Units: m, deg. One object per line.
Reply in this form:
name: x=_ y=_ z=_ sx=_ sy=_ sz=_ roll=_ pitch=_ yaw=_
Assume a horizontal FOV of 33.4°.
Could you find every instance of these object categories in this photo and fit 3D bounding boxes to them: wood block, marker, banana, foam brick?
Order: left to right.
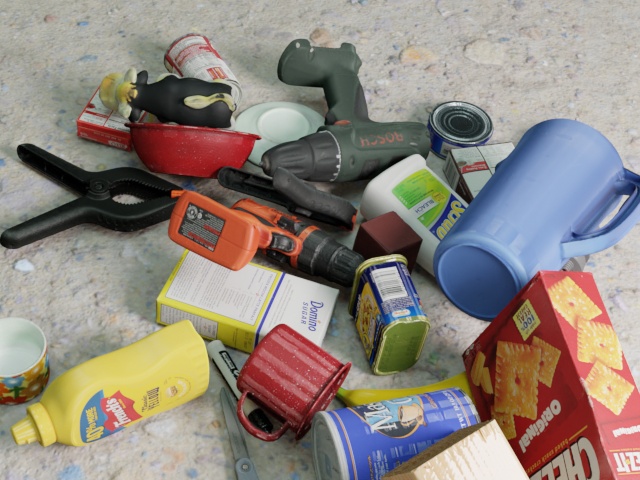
marker: x=-0.082 y=0.151 z=1.083 sx=0.020 sy=0.020 sz=0.121 roll=-20 pitch=54 yaw=-23
foam brick: x=0.070 y=0.016 z=1.182 sx=0.051 sy=0.078 sz=0.053 roll=-22 pitch=55 yaw=-32
banana: x=0.111 y=0.155 z=1.093 sx=0.197 sy=0.037 sz=0.069 roll=-6 pitch=49 yaw=-12
wood block: x=0.149 y=0.266 z=0.899 sx=0.090 sy=0.090 sz=0.206 roll=-27 pitch=83 yaw=-19

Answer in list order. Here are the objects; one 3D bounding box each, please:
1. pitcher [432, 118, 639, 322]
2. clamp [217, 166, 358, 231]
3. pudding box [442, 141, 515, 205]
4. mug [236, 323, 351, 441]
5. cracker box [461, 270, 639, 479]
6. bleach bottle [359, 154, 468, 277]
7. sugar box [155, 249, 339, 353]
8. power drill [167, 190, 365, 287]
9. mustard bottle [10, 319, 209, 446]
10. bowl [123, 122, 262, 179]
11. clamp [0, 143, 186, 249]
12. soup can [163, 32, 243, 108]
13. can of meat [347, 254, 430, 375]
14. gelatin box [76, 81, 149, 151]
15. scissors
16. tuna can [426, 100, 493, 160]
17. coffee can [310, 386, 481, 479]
pitcher: x=0.229 y=-0.019 z=1.129 sx=0.145 sy=0.149 sz=0.242 roll=45 pitch=48 yaw=1
clamp: x=-0.032 y=-0.050 z=1.213 sx=0.120 sy=0.171 sz=0.039 roll=16 pitch=82 yaw=44
pudding box: x=0.212 y=-0.068 z=1.307 sx=0.090 sy=0.039 sz=0.113 roll=-7 pitch=51 yaw=-14
mug: x=-0.035 y=0.143 z=1.042 sx=0.081 sy=0.093 sz=0.117 roll=34 pitch=62 yaw=11
cracker box: x=0.218 y=0.159 z=0.992 sx=0.072 sy=0.164 sz=0.214 roll=3 pitch=54 yaw=-24
bleach bottle: x=0.164 y=0.009 z=1.216 sx=0.102 sy=0.068 sz=0.251 roll=-31 pitch=61 yaw=-33
sugar box: x=-0.077 y=0.071 z=1.141 sx=0.176 sy=0.048 sz=0.093 roll=19 pitch=48 yaw=5
power drill: x=-0.057 y=0.001 z=1.132 sx=0.185 sy=0.057 sz=0.187 roll=24 pitch=7 yaw=27
mustard bottle: x=-0.202 y=0.147 z=1.019 sx=0.191 sy=0.096 sz=0.058 roll=-22 pitch=55 yaw=-25
bowl: x=-0.151 y=-0.102 z=1.247 sx=0.162 sy=0.162 sz=0.055 roll=6 pitch=92 yaw=0
clamp: x=-0.262 y=-0.057 z=1.236 sx=0.209 sy=0.036 sz=0.164 roll=-3 pitch=47 yaw=-13
soup can: x=-0.150 y=-0.209 z=1.368 sx=0.068 sy=0.068 sz=0.102 roll=-19 pitch=54 yaw=-23
can of meat: x=0.071 y=0.079 z=1.113 sx=0.057 sy=0.102 sz=0.084 roll=-9 pitch=52 yaw=-15
gelatin box: x=-0.254 y=-0.156 z=1.333 sx=0.073 sy=0.030 sz=0.089 roll=16 pitch=48 yaw=5
scissors: x=-0.085 y=0.232 z=1.013 sx=0.096 sy=0.016 sz=0.202 roll=-21 pitch=54 yaw=-24
tuna can: x=0.178 y=-0.141 z=1.370 sx=0.086 sy=0.034 sz=0.086 roll=4 pitch=48 yaw=-4
coffee can: x=0.072 y=0.200 z=1.003 sx=0.140 sy=0.103 sz=0.103 roll=-8 pitch=50 yaw=-15
